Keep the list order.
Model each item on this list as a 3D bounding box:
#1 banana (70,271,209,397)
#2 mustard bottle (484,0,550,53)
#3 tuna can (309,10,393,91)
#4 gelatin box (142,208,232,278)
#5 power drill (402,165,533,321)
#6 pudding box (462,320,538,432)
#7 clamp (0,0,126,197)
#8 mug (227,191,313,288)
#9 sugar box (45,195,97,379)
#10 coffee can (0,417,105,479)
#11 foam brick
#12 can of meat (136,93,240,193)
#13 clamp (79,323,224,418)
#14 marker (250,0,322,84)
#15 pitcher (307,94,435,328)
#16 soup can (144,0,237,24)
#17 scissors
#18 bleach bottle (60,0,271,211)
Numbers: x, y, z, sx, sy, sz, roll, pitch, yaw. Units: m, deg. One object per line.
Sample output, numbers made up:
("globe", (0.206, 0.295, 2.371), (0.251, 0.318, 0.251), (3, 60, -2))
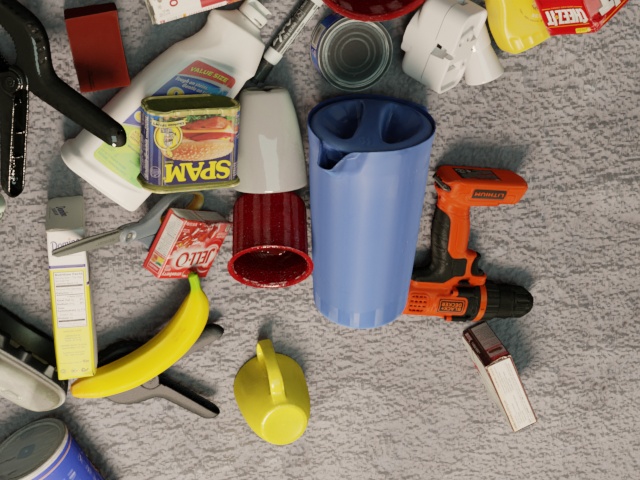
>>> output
("banana", (-0.189, 0.117, 1.189), (0.198, 0.037, 0.069), (-44, 114, 5))
("mustard bottle", (0.198, -0.301, 1.124), (0.096, 0.058, 0.191), (-33, 117, -4))
("tuna can", (0.033, -0.203, 1.139), (0.086, 0.034, 0.086), (-6, 115, -12))
("gelatin box", (-0.143, 0.004, 1.163), (0.089, 0.030, 0.073), (3, 118, -60))
("power drill", (0.185, 0.010, 1.261), (0.184, 0.057, 0.188), (3, 112, -19))
("pudding box", (0.223, 0.169, 1.325), (0.039, 0.090, 0.113), (-29, 117, 0))
("clamp", (-0.281, -0.156, 1.038), (0.165, 0.036, 0.210), (-13, 102, 28))
("mug", (-0.058, 0.001, 1.173), (0.093, 0.081, 0.117), (5, 148, -12))
("sugar box", (-0.267, 0.050, 1.142), (0.048, 0.093, 0.176), (-6, 114, -11))
("coffee can", (-0.304, 0.291, 1.235), (0.103, 0.103, 0.140), (-28, 118, -1))
("foam brick", (-0.223, -0.194, 1.067), (0.053, 0.051, 0.078), (-11, 116, -9))
("can of meat", (-0.130, -0.098, 1.063), (0.102, 0.057, 0.084), (-6, 116, -24))
("clamp", (-0.192, 0.162, 1.241), (0.171, 0.039, 0.120), (-7, 105, -5))
("marker", (-0.035, -0.215, 1.124), (0.020, 0.020, 0.121), (33, 102, -25))
("pitcher", (0.056, -0.032, 1.169), (0.149, 0.145, 0.243), (-4, 124, -10))
("soup can", (-0.127, -0.259, 1.053), (0.102, 0.068, 0.068), (-18, 117, -6))
("scissors", (-0.199, 0.005, 1.125), (0.201, 0.016, 0.096), (-33, 144, -38))
("bleach bottle", (-0.149, -0.153, 1.099), (0.102, 0.068, 0.251), (38, 98, -28))
